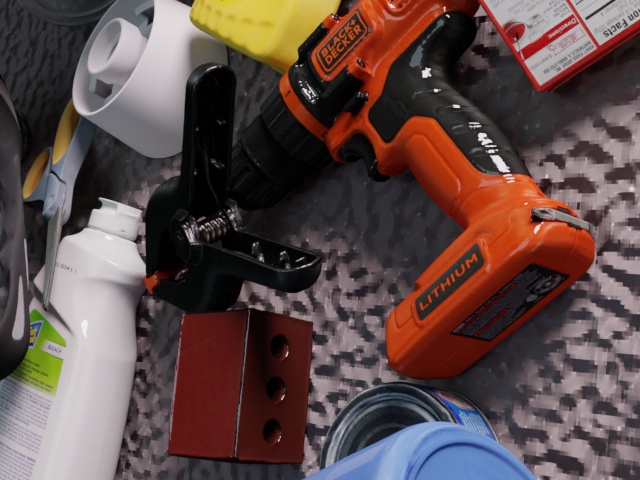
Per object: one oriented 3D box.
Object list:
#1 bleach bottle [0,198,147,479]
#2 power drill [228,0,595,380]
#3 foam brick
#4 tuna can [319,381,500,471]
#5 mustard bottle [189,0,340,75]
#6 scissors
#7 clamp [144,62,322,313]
[{"bbox_3d":[-0.153,0.099,0.644,0.103,0.068,0.251,13,84,40],"label":"bleach bottle"},{"bbox_3d":[0.034,-0.028,0.527,0.185,0.057,0.188,-45,55,29],"label":"power drill"},{"bbox_3d":[-0.042,0.078,0.562,0.051,0.052,0.078,-5,75,38],"label":"foam brick"},{"bbox_3d":[0.041,0.109,0.498,0.086,0.033,0.086,-12,71,37],"label":"tuna can"},{"bbox_3d":[-0.001,-0.192,0.599,0.096,0.058,0.192,38,103,50],"label":"mustard bottle"},{"bbox_3d":[-0.176,-0.016,0.680,0.096,0.016,0.201,-40,34,38],"label":"scissors"},{"bbox_3d":[-0.054,0.001,0.563,0.120,0.039,0.172,65,152,21],"label":"clamp"}]
